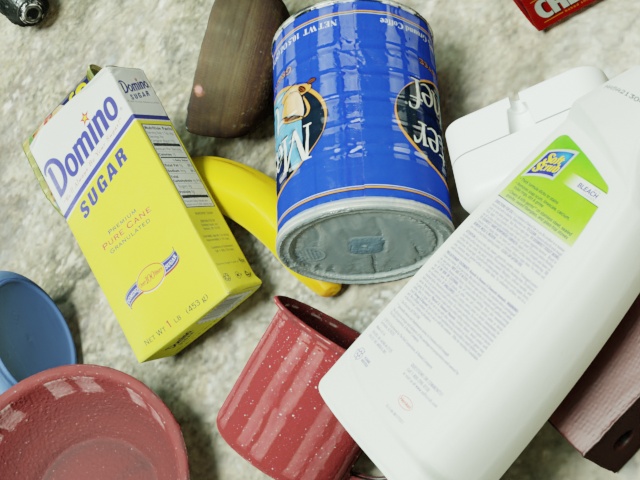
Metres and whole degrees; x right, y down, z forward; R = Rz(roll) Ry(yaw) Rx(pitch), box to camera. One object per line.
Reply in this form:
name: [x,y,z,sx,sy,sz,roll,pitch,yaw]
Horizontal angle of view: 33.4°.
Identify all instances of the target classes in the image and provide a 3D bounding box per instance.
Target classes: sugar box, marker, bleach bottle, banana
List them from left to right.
marker: [-0.189,0.192,0.725,0.020,0.020,0.121,38,93,39]
sugar box: [-0.120,-0.018,0.708,0.093,0.048,0.176,-38,77,27]
banana: [-0.056,-0.018,0.719,0.198,0.037,0.070,16,106,41]
bleach bottle: [0.113,0.010,0.506,0.251,0.068,0.103,-49,42,4]

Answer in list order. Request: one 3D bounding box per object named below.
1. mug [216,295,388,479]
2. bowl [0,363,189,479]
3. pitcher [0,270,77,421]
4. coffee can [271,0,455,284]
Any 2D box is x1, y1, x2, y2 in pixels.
mug: [0.004,0.095,0.601,0.117,0.093,0.081,31,94,3]
bowl: [-0.151,0.163,0.672,0.162,0.055,0.162,-5,66,11]
pitcher: [-0.303,0.117,0.759,0.243,0.144,0.149,-24,51,19]
coffee can: [0.023,-0.058,0.636,0.103,0.102,0.140,-17,61,28]
